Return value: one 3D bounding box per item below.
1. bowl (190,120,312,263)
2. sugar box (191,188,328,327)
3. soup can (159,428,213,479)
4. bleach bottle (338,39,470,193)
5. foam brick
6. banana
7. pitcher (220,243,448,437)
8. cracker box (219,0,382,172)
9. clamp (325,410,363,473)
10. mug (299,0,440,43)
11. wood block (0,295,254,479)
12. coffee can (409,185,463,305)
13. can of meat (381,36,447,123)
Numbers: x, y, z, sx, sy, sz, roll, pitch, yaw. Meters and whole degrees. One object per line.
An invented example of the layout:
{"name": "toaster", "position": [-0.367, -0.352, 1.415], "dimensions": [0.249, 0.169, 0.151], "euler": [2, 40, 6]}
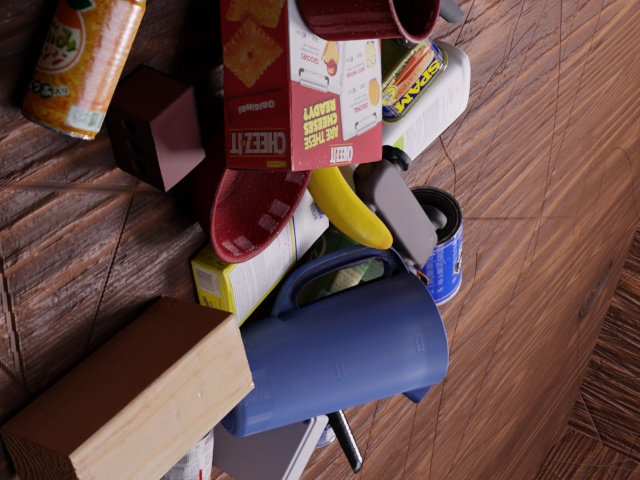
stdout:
{"name": "bowl", "position": [-0.070, -0.062, 0.979], "dimensions": [0.161, 0.055, 0.162], "euler": [-46, 151, -35]}
{"name": "sugar box", "position": [-0.057, 0.001, 1.086], "dimensions": [0.176, 0.048, 0.093], "euler": [-51, 152, -35]}
{"name": "soup can", "position": [-0.145, 0.219, 1.099], "dimensions": [0.068, 0.069, 0.102], "euler": [-40, 147, -43]}
{"name": "bleach bottle", "position": [0.077, -0.121, 1.219], "dimensions": [0.250, 0.068, 0.102], "euler": [-45, 148, -30]}
{"name": "foam brick", "position": [-0.130, -0.087, 0.832], "dimensions": [0.051, 0.053, 0.078], "euler": [-49, 152, -31]}
{"name": "banana", "position": [0.014, -0.067, 1.067], "dimensions": [0.069, 0.037, 0.198], "euler": [-30, 107, -23]}
{"name": "pitcher", "position": [0.001, 0.112, 1.131], "dimensions": [0.242, 0.149, 0.145], "euler": [-15, 149, -21]}
{"name": "cracker box", "position": [-0.014, -0.168, 0.882], "dimensions": [0.163, 0.072, 0.214], "euler": [-14, 105, -60]}
{"name": "clamp", "position": [-0.023, 0.174, 1.282], "dimensions": [0.036, 0.164, 0.210], "euler": [-160, -106, -81]}
{"name": "mug", "position": [0.042, -0.191, 0.818], "dimensions": [0.117, 0.082, 0.093], "euler": [26, 70, -57]}
{"name": "wood block", "position": [-0.162, 0.146, 0.933], "dimensions": [0.205, 0.091, 0.090], "euler": [-41, 129, -41]}
{"name": "coffee can", "position": [0.138, 0.010, 1.429], "dimensions": [0.102, 0.103, 0.140], "euler": [-51, 154, -27]}
{"name": "can of meat", "position": [0.079, -0.186, 1.142], "dimensions": [0.102, 0.057, 0.083], "euler": [-49, 155, 6]}
